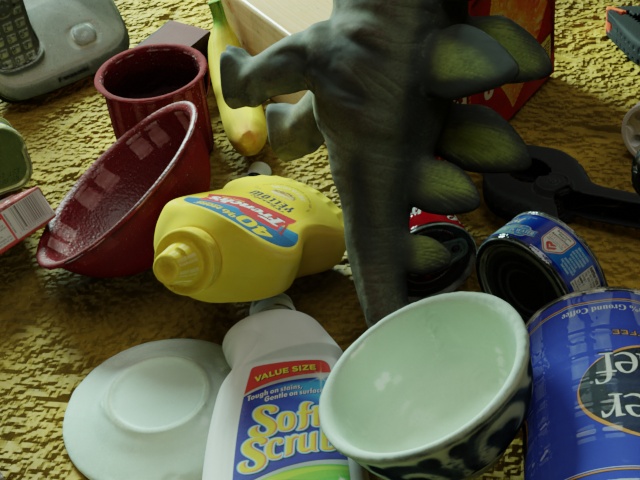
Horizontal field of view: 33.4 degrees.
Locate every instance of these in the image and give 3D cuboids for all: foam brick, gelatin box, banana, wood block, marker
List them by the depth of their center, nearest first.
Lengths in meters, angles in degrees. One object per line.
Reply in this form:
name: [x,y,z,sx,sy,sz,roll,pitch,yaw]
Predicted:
gelatin box: [-0.254,-0.004,0.804,0.089,0.030,0.073,-40,19,-35]
marker: [-0.061,-0.019,0.826,0.020,0.020,0.121,4,40,13]
banana: [-0.075,-0.126,0.921,0.037,0.069,0.198,-23,48,5]
wood block: [-0.007,-0.172,0.950,0.090,0.090,0.206,-25,42,-21]
foam brick: [-0.138,-0.158,0.982,0.051,0.053,0.078,17,46,27]

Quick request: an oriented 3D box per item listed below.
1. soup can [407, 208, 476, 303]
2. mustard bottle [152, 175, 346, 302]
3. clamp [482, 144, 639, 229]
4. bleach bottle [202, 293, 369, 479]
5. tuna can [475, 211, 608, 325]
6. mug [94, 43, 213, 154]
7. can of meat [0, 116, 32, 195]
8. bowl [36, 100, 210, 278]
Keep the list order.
soup can: [0.061,-0.012,0.762,0.068,0.068,0.102,-14,39,-9]
mustard bottle: [-0.054,0.000,0.706,0.096,0.058,0.191,27,19,16]
clamp: [0.167,-0.023,0.783,0.120,0.039,0.172,-25,36,-27]
bleach bottle: [-0.027,0.119,0.615,0.102,0.068,0.251,2,37,-9]
tuna can: [0.141,0.026,0.689,0.033,0.086,0.086,-33,46,-26]
mug: [-0.130,-0.115,0.903,0.093,0.081,0.117,13,43,23]
can of meat: [-0.286,-0.059,0.857,0.102,0.057,0.084,-22,18,-18]
bowl: [-0.133,-0.026,0.785,0.162,0.055,0.162,-34,28,21]
